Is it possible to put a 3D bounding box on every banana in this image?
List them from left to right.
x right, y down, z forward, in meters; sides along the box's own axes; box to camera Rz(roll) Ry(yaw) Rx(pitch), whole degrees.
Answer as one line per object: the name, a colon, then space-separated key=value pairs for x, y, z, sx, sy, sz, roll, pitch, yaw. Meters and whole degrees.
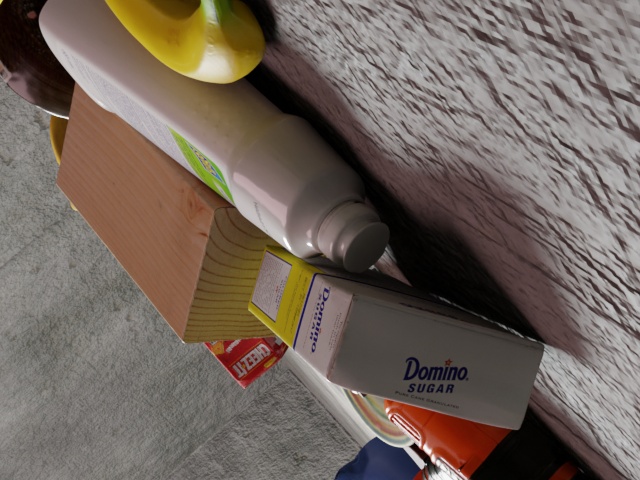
banana: x=-0.070 y=-0.114 z=0.505 sx=0.198 sy=0.037 sz=0.069 roll=37 pitch=147 yaw=54

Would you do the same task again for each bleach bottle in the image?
bleach bottle: x=-0.053 y=-0.059 z=0.572 sx=0.251 sy=0.068 sz=0.102 roll=41 pitch=173 yaw=35

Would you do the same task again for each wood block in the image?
wood block: x=-0.088 y=-0.029 z=0.696 sx=0.090 sy=0.091 sz=0.206 roll=-1 pitch=-151 yaw=-37

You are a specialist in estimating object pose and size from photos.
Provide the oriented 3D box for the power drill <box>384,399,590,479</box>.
power drill: x=0.115 y=0.165 z=0.646 sx=0.184 sy=0.057 sz=0.188 roll=42 pitch=160 yaw=21

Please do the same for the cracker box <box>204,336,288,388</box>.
cracker box: x=-0.119 y=0.054 z=1.305 sx=0.213 sy=0.072 sz=0.164 roll=49 pitch=-162 yaw=-4

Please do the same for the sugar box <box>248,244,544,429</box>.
sugar box: x=0.027 y=0.043 z=0.526 sx=0.093 sy=0.048 sz=0.176 roll=16 pitch=-176 yaw=-15
